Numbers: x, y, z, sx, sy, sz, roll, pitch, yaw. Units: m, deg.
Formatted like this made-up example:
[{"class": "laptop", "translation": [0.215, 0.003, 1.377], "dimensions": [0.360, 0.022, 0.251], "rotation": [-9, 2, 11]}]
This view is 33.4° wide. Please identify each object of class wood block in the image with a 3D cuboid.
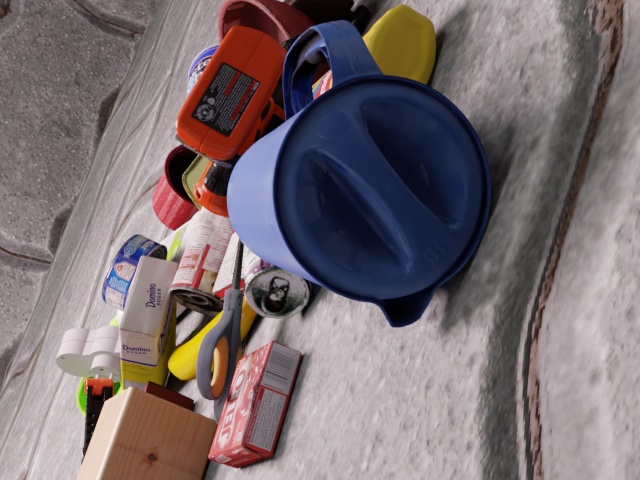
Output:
[{"class": "wood block", "translation": [-0.171, 0.245, 0.928], "dimensions": [0.090, 0.090, 0.206], "rotation": [-34, 35, 58]}]

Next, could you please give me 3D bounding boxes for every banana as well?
[{"class": "banana", "translation": [-0.113, 0.101, 1.045], "dimensions": [0.198, 0.037, 0.069], "rotation": [-30, 39, 62]}]

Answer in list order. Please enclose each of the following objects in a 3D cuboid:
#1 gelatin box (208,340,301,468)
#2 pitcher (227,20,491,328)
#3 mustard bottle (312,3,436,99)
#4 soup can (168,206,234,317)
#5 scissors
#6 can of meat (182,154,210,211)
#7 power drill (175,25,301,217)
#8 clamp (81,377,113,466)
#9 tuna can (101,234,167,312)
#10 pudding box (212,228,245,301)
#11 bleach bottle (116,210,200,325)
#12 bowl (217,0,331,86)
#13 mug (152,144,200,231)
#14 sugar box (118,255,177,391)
[{"class": "gelatin box", "translation": [-0.053, 0.130, 0.838], "dimensions": [0.073, 0.030, 0.089], "rotation": [-35, 34, 59]}, {"class": "pitcher", "translation": [0.006, -0.041, 0.725], "dimensions": [0.149, 0.145, 0.243], "rotation": [-61, 14, -7]}, {"class": "mustard bottle", "translation": [0.024, -0.118, 0.903], "dimensions": [0.192, 0.058, 0.096], "rotation": [-32, 35, 61]}, {"class": "soup can", "translation": [-0.104, 0.018, 1.079], "dimensions": [0.069, 0.068, 0.102], "rotation": [-30, 38, 62]}, {"class": "scissors", "translation": [-0.080, 0.055, 0.902], "dimensions": [0.096, 0.016, 0.202], "rotation": [41, -131, -71]}, {"class": "can of meat", "translation": [-0.086, -0.078, 1.119], "dimensions": [0.083, 0.057, 0.102], "rotation": [-35, -2, -31]}, {"class": "power drill", "translation": [-0.057, -0.115, 0.909], "dimensions": [0.184, 0.057, 0.187], "rotation": [-62, -7, -6]}, {"class": "clamp", "translation": [-0.229, 0.238, 1.101], "dimensions": [0.164, 0.036, 0.210], "rotation": [-100, 14, -56]}, {"class": "tuna can", "translation": [-0.202, 0.037, 1.162], "dimensions": [0.086, 0.034, 0.086], "rotation": [-62, -10, -20]}, {"class": "pudding box", "translation": [-0.057, 0.001, 1.014], "dimensions": [0.090, 0.039, 0.113], "rotation": [-24, 46, 62]}, {"class": "bleach bottle", "translation": [-0.158, 0.033, 1.232], "dimensions": [0.251, 0.068, 0.102], "rotation": [-34, 39, 55]}, {"class": "bowl", "translation": [-0.037, -0.184, 1.086], "dimensions": [0.055, 0.162, 0.162], "rotation": [-31, 3, -25]}, {"class": "mug", "translation": [-0.156, -0.070, 1.325], "dimensions": [0.082, 0.093, 0.117], "rotation": [-51, 18, 52]}, {"class": "sugar box", "translation": [-0.182, 0.104, 1.140], "dimensions": [0.176, 0.048, 0.093], "rotation": [106, 176, -55]}]
